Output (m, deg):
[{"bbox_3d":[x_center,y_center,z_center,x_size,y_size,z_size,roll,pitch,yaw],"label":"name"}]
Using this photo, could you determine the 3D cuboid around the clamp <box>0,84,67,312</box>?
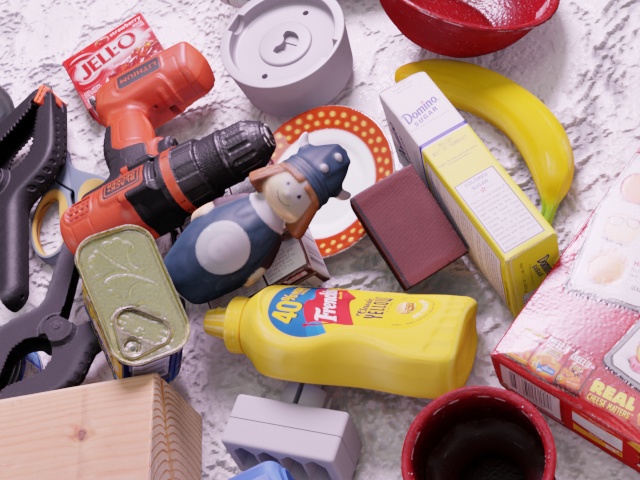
[{"bbox_3d":[-0.286,-0.041,0.930,0.165,0.036,0.210,3,65,29],"label":"clamp"}]

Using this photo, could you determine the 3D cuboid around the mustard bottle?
[{"bbox_3d":[0.009,0.066,0.745,0.192,0.058,0.096,4,25,18],"label":"mustard bottle"}]

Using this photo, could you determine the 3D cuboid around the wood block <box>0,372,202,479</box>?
[{"bbox_3d":[-0.197,0.166,0.756,0.206,0.090,0.091,-11,57,13],"label":"wood block"}]

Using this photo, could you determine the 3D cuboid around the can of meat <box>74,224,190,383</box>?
[{"bbox_3d":[-0.136,0.053,0.768,0.057,0.084,0.102,-20,70,-18],"label":"can of meat"}]

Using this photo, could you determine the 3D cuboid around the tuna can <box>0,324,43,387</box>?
[{"bbox_3d":[-0.266,0.109,0.847,0.086,0.033,0.086,-9,58,14],"label":"tuna can"}]

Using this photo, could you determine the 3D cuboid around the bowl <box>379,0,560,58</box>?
[{"bbox_3d":[0.108,-0.197,0.864,0.162,0.055,0.162,8,45,-8],"label":"bowl"}]

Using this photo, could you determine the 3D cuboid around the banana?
[{"bbox_3d":[0.135,-0.094,0.827,0.069,0.037,0.198,-35,56,-4],"label":"banana"}]

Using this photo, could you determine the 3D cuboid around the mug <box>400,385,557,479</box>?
[{"bbox_3d":[0.105,0.159,0.661,0.093,0.081,0.117,-14,57,11],"label":"mug"}]

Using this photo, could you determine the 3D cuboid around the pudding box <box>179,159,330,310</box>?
[{"bbox_3d":[-0.055,0.001,0.823,0.090,0.039,0.113,-30,59,13],"label":"pudding box"}]

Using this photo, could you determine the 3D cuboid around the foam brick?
[{"bbox_3d":[0.063,-0.009,0.775,0.051,0.053,0.078,-33,86,-1],"label":"foam brick"}]

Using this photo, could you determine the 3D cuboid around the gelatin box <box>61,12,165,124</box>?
[{"bbox_3d":[-0.184,-0.158,0.978,0.089,0.030,0.073,-32,56,-2],"label":"gelatin box"}]

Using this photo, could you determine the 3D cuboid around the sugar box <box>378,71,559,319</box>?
[{"bbox_3d":[0.108,-0.034,0.767,0.048,0.093,0.176,-28,56,-2],"label":"sugar box"}]

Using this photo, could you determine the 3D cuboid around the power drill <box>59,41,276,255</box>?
[{"bbox_3d":[-0.122,-0.083,0.857,0.184,0.057,0.187,-25,37,14],"label":"power drill"}]

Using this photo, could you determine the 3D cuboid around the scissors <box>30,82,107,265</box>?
[{"bbox_3d":[-0.214,-0.071,0.945,0.096,0.016,0.202,-11,58,16],"label":"scissors"}]

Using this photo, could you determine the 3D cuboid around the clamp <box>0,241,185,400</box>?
[{"bbox_3d":[-0.188,0.075,0.818,0.120,0.039,0.171,22,60,20],"label":"clamp"}]
